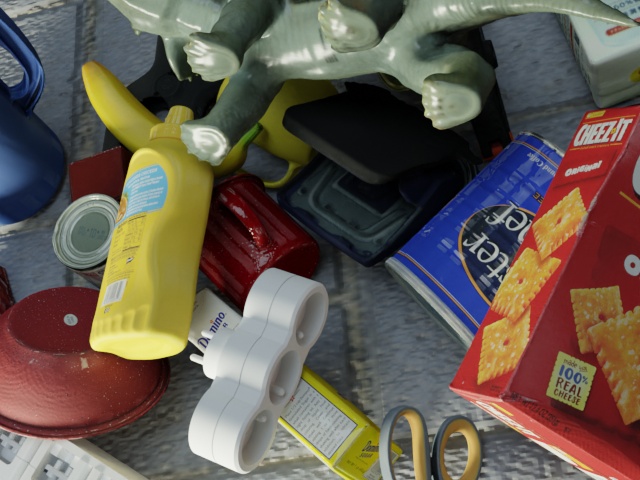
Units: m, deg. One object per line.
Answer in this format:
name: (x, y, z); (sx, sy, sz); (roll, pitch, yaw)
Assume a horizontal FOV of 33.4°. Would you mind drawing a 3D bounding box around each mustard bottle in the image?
mustard bottle: (-0.119, -0.011, 0.792); (0.096, 0.058, 0.191); (-20, 57, 53)

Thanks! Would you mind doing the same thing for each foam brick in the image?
foam brick: (-0.175, -0.038, 0.923); (0.053, 0.078, 0.051); (-17, 64, 13)

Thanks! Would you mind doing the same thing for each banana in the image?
banana: (-0.133, -0.095, 0.913); (0.198, 0.037, 0.070); (22, 99, 26)

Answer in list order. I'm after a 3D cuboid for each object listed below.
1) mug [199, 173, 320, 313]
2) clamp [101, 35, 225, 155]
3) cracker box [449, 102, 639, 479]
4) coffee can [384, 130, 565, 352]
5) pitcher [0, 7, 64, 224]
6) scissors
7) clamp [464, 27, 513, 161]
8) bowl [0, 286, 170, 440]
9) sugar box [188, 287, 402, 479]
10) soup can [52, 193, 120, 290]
mug: (-0.056, 0.001, 0.843); (0.093, 0.117, 0.082); (-38, 64, -18)
clamp: (-0.137, -0.143, 0.978); (0.165, 0.036, 0.210); (39, 85, 30)
cracker box: (0.205, 0.044, 0.695); (0.213, 0.164, 0.072); (-61, 20, -11)
coffee can: (0.132, 0.005, 0.775); (0.140, 0.102, 0.103); (-44, 60, -2)
pitcher: (-0.316, -0.111, 0.913); (0.149, 0.242, 0.145); (13, 73, 25)
scissors: (0.088, 0.210, 0.744); (0.016, 0.096, 0.202); (-13, 90, 55)
clamp: (0.115, -0.146, 0.830); (0.039, 0.120, 0.171); (-18, 92, 21)
bowl: (-0.198, 0.083, 0.839); (0.162, 0.055, 0.162); (5, 31, -3)
sugar box: (-0.026, 0.109, 0.794); (0.176, 0.093, 0.048); (39, 84, 29)
soup can: (-0.167, 0.011, 0.884); (0.069, 0.102, 0.068); (-8, 65, 17)
